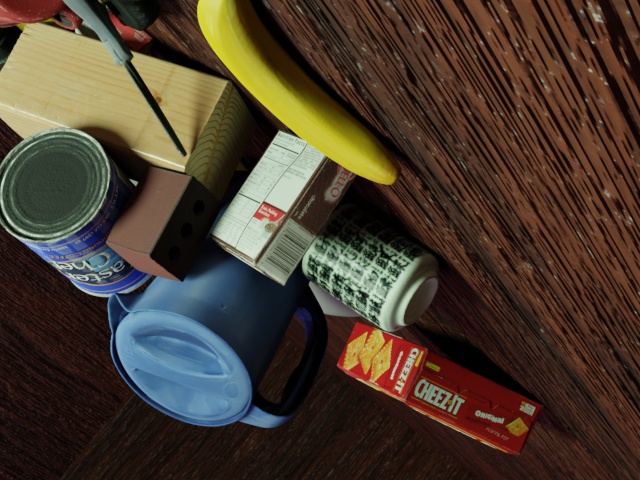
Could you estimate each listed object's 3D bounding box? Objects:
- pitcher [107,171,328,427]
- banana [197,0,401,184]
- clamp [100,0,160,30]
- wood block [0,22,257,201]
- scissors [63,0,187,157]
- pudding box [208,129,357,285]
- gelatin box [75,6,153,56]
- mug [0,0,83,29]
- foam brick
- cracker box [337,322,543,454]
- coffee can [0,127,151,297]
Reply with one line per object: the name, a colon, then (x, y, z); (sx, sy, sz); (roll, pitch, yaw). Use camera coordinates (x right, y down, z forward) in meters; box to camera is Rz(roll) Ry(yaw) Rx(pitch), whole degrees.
pitcher: (-0.068, 0.047, 0.972); (0.145, 0.242, 0.149); (2, 128, 26)
banana: (-0.021, -0.102, 0.692); (0.197, 0.037, 0.070); (45, 171, -37)
clamp: (-0.160, -0.201, 0.766); (0.120, 0.039, 0.171); (50, 173, -2)
wood block: (-0.175, -0.112, 0.945); (0.206, 0.091, 0.090); (20, 165, 19)
scissors: (-0.166, -0.155, 0.825); (0.202, 0.016, 0.096); (61, -171, 5)
pudding box: (-0.031, -0.030, 0.863); (0.039, 0.113, 0.090); (38, 174, -33)
gelatin box: (-0.191, -0.190, 0.986); (0.073, 0.030, 0.089); (40, 169, -5)
mug: (-0.247, -0.216, 0.893); (0.117, 0.093, 0.082); (41, 167, -35)
foam brick: (-0.128, -0.014, 0.878); (0.051, 0.078, 0.053); (16, 163, 32)
cracker box: (0.133, 0.171, 1.257); (0.164, 0.072, 0.214); (26, 176, -18)
coffee can: (-0.204, -0.021, 0.923); (0.103, 0.102, 0.140); (36, 170, 22)
